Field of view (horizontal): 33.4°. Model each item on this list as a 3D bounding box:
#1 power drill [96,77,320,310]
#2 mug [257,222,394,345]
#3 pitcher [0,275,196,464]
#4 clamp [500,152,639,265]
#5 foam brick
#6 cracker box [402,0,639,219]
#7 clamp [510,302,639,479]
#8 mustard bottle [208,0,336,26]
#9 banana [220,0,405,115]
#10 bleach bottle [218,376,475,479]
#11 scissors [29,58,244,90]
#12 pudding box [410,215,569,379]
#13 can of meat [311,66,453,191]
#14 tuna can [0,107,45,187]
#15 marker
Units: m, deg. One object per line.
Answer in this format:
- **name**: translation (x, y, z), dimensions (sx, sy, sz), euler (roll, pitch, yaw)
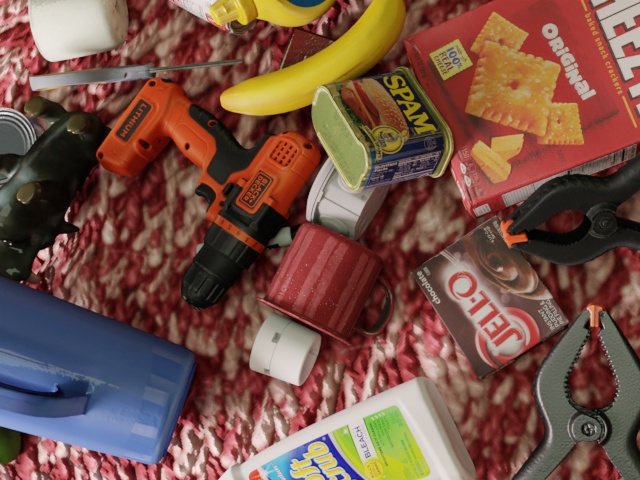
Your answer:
- **power drill**: translation (-0.116, -0.052, 0.987), dimensions (0.188, 0.057, 0.184), euler (34, 86, 21)
- **mug**: translation (0.014, 0.041, 0.940), dimensions (0.117, 0.093, 0.081), euler (27, 85, -14)
- **pitcher**: translation (-0.240, 0.115, 0.936), dimensions (0.243, 0.145, 0.149), euler (18, 53, -3)
- **clamp**: translation (0.239, -0.014, 0.881), dimensions (0.171, 0.039, 0.120), euler (-19, 106, 13)
- **foam brick**: translation (0.008, -0.155, 0.980), dimensions (0.078, 0.053, 0.051), euler (21, 88, 17)
- **cracker box**: translation (0.199, -0.134, 0.914), dimensions (0.214, 0.072, 0.164), euler (-21, 78, 11)
- **clamp**: translation (0.212, 0.157, 0.879), dimensions (0.165, 0.036, 0.210), euler (-4, 90, 15)
- **mustard bottle**: translation (-0.015, -0.248, 0.956), dimensions (0.191, 0.058, 0.096), euler (-33, 95, -10)
- **banana**: translation (0.004, -0.159, 0.937), dimensions (0.198, 0.037, 0.070), euler (-35, 51, 6)
- **bleach bottle**: translation (0.001, 0.214, 0.927), dimensions (0.251, 0.068, 0.102), euler (-28, 73, 12)
- **scissors**: translation (-0.178, -0.163, 1.036), dimensions (0.201, 0.096, 0.016), euler (-7, 100, -8)
- **pudding box**: translation (0.146, 0.050, 0.919), dimensions (0.090, 0.039, 0.113), euler (-34, 75, 7)
- **can of meat**: translation (0.050, -0.094, 0.906), dimensions (0.083, 0.057, 0.102), euler (-14, 58, -25)
- **tuna can**: translation (-0.315, -0.088, 1.071), dimensions (0.086, 0.033, 0.086), euler (-2, 82, 15)
- **marker**: translation (-0.056, 0.001, 0.994), dimensions (0.121, 0.020, 0.020), euler (-11, 79, 14)
